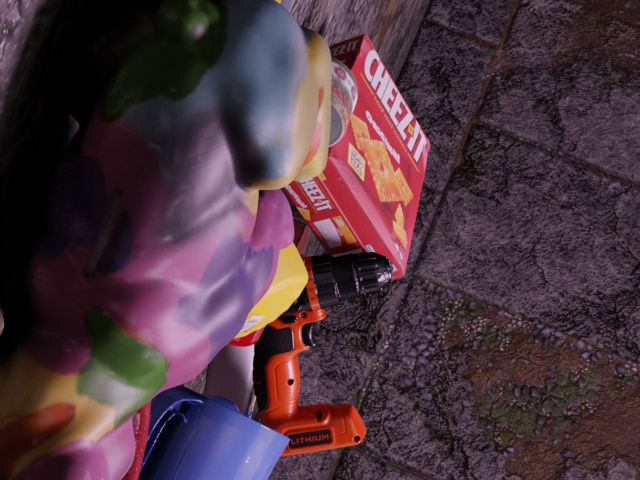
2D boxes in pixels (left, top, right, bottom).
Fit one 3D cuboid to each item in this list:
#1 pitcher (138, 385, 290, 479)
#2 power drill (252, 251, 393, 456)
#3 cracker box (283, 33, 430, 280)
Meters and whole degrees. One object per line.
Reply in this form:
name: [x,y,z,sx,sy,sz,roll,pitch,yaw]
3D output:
pitcher: [-0.140,0.247,0.935,0.242,0.149,0.145,-64,-163,-12]
power drill: [-0.009,0.108,1.034,0.057,0.184,0.187,-68,148,-78]
cracker box: [0.040,-0.083,1.088,0.164,0.072,0.213,56,33,-32]
